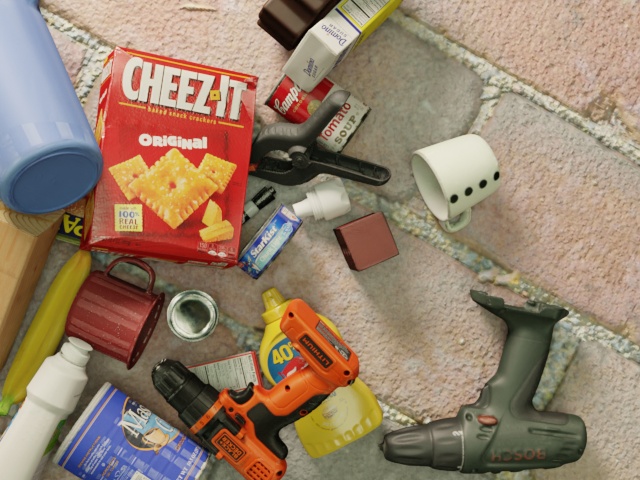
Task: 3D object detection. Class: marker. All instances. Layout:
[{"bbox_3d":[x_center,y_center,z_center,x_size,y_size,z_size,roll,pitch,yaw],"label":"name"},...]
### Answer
[{"bbox_3d":[-0.098,-0.019,1.210,0.121,0.020,0.020,-41,92,-3],"label":"marker"}]

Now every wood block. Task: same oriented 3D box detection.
[{"bbox_3d":[-0.357,0.050,1.127,0.091,0.090,0.206,26,110,-2],"label":"wood block"}]

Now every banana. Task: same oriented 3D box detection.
[{"bbox_3d":[-0.300,0.101,1.175,0.037,0.070,0.198,27,82,-20],"label":"banana"}]

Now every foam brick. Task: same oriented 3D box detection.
[{"bbox_3d":[0.050,0.001,1.189,0.051,0.078,0.053,-22,91,-5],"label":"foam brick"}]

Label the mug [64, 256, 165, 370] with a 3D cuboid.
[{"bbox_3d":[-0.222,0.073,1.167,0.081,0.093,0.117,24,101,2],"label":"mug"}]

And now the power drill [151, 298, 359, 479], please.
[{"bbox_3d":[-0.066,0.152,1.144,0.184,0.057,0.188,44,105,-4],"label":"power drill"}]

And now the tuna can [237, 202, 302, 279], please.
[{"bbox_3d":[-0.058,0.001,1.179,0.033,0.086,0.086,39,88,-4],"label":"tuna can"}]

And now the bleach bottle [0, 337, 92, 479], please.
[{"bbox_3d":[-0.314,0.217,1.144,0.068,0.102,0.251,29,94,-5],"label":"bleach bottle"}]

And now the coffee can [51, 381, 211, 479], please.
[{"bbox_3d":[-0.204,0.235,1.162,0.140,0.103,0.103,34,88,-3],"label":"coffee can"}]

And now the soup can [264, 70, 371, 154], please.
[{"bbox_3d":[-0.003,-0.150,1.191,0.102,0.068,0.068,36,88,-3],"label":"soup can"}]

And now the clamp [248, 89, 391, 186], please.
[{"bbox_3d":[-0.008,-0.092,1.169,0.172,0.039,0.120,-16,117,39],"label":"clamp"}]

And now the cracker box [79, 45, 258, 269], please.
[{"bbox_3d":[-0.161,-0.085,1.147,0.164,0.072,0.213,9,82,-21],"label":"cracker box"}]

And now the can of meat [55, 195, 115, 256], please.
[{"bbox_3d":[-0.265,-0.037,1.183,0.102,0.057,0.084,17,86,-4],"label":"can of meat"}]

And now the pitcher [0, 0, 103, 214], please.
[{"bbox_3d":[-0.322,-0.141,1.097,0.144,0.149,0.243,-15,59,-28],"label":"pitcher"}]

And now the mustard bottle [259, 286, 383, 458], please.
[{"bbox_3d":[-0.013,0.139,1.195,0.096,0.058,0.191,-28,91,7],"label":"mustard bottle"}]

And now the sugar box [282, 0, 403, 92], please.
[{"bbox_3d":[0.040,-0.240,1.149,0.048,0.093,0.176,41,63,-3],"label":"sugar box"}]

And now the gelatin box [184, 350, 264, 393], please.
[{"bbox_3d":[-0.108,0.169,1.204,0.089,0.030,0.073,-13,89,-3],"label":"gelatin box"}]
